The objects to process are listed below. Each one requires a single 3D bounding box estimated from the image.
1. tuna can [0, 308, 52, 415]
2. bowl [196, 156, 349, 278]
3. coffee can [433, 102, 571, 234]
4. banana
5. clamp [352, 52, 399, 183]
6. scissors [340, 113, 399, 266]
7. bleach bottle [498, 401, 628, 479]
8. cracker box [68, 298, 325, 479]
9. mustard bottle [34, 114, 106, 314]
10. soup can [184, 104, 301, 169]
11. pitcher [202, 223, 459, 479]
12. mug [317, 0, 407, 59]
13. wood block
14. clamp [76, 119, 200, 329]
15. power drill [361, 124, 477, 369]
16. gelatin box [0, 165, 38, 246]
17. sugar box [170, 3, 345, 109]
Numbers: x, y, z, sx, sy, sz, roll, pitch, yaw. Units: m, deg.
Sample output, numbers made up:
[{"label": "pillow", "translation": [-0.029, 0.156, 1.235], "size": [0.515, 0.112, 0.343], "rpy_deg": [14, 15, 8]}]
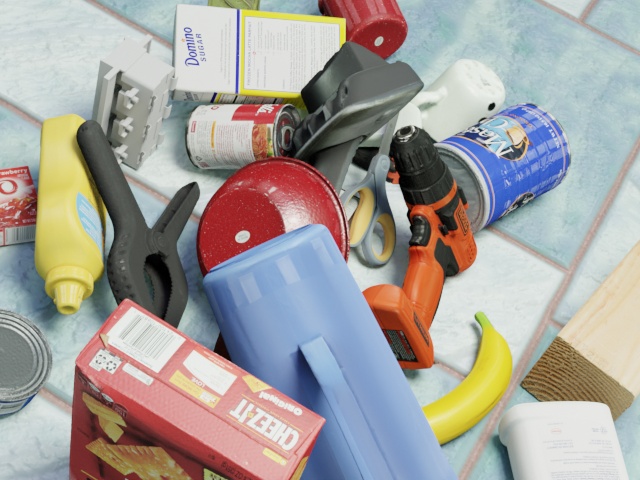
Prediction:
[{"label": "tuna can", "translation": [-0.268, 0.101, 0.883], "size": [0.086, 0.034, 0.086], "rpy_deg": [21, 46, -24]}, {"label": "bowl", "translation": [-0.056, 0.001, 0.960], "size": [0.162, 0.162, 0.055], "rpy_deg": [49, 18, 23]}, {"label": "coffee can", "translation": [0.182, -0.076, 1.134], "size": [0.140, 0.103, 0.103], "rpy_deg": [-27, 63, -33]}, {"label": "banana", "translation": [0.125, 0.142, 0.983], "size": [0.070, 0.037, 0.197], "rpy_deg": [24, 45, 28]}, {"label": "clamp", "translation": [0.038, -0.134, 1.183], "size": [0.120, 0.039, 0.171], "rpy_deg": [-15, 59, -10]}, {"label": "scissors", "translation": [0.068, -0.058, 1.094], "size": [0.096, 0.016, 0.201], "rpy_deg": [53, 50, -30]}, {"label": "bleach bottle", "translation": [0.220, 0.261, 0.893], "size": [0.102, 0.068, 0.251], "rpy_deg": [-1, 55, -6]}, {"label": "cracker box", "translation": [-0.100, 0.162, 0.778], "size": [0.164, 0.214, 0.072], "rpy_deg": [30, 51, 9]}, {"label": "mustard bottle", "translation": [-0.225, -0.016, 0.968], "size": [0.058, 0.096, 0.191], "rpy_deg": [-9, 53, 2]}, {"label": "soup can", "translation": [-0.077, -0.104, 1.079], "size": [0.102, 0.068, 0.068], "rpy_deg": [3, 44, 23]}, {"label": "pitcher", "translation": [0.005, 0.115, 0.824], "size": [0.144, 0.149, 0.243], "rpy_deg": [-28, 95, -50]}, {"label": "mug", "translation": [0.042, -0.259, 1.263], "size": [0.117, 0.093, 0.081], "rpy_deg": [-24, 61, 4]}, {"label": "wood block", "translation": [0.297, 0.086, 1.040], "size": [0.090, 0.091, 0.205], "rpy_deg": [39, 51, 15]}, {"label": "clamp", "translation": [-0.165, -0.001, 0.968], "size": [0.164, 0.036, 0.210], "rpy_deg": [38, 39, -46]}, {"label": "power drill", "translation": [0.089, 0.011, 0.999], "size": [0.057, 0.184, 0.187], "rpy_deg": [0, 48, 31]}, {"label": "gelatin box", "translation": [-0.309, -0.030, 0.998], "size": [0.089, 0.030, 0.073], "rpy_deg": [-10, 54, -24]}, {"label": "sugar box", "translation": [-0.064, -0.186, 1.097], "size": [0.176, 0.048, 0.093], "rpy_deg": [3, 79, -10]}]
